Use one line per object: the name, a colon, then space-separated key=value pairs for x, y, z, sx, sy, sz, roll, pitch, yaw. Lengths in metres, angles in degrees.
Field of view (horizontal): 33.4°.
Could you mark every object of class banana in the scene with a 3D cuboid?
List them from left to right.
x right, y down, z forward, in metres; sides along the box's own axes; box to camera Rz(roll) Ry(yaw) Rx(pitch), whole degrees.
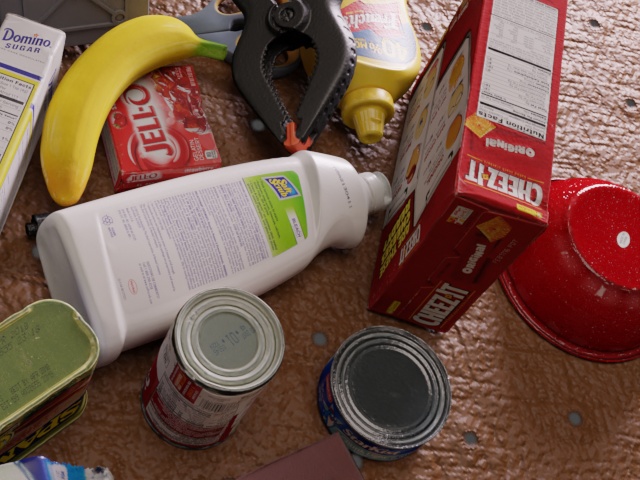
banana: x=-0.137 y=-0.102 z=0.717 sx=0.069 sy=0.037 sz=0.197 roll=30 pitch=50 yaw=8

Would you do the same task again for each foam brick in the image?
foam brick: x=-0.016 y=0.160 z=0.648 sx=0.078 sy=0.053 sz=0.051 roll=-19 pitch=70 yaw=-28

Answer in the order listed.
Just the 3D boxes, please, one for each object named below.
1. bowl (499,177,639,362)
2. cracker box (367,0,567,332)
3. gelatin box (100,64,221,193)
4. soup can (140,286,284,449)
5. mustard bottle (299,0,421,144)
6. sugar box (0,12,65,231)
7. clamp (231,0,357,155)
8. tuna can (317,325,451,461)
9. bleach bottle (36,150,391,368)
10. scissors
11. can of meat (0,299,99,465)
bowl: x=0.216 y=0.009 z=0.818 sx=0.162 sy=0.055 sz=0.162 roll=9 pitch=60 yaw=-16
cracker box: x=0.106 y=-0.066 z=0.753 sx=0.072 sy=0.164 sz=0.213 roll=18 pitch=57 yaw=-8
gelatin box: x=-0.118 y=-0.081 z=0.759 sx=0.073 sy=0.030 sz=0.089 roll=-7 pitch=64 yaw=-23
soup can: x=-0.067 y=0.079 z=0.645 sx=0.068 sy=0.102 sz=0.068 roll=9 pitch=60 yaw=-16
mustard bottle: x=0.030 y=-0.160 z=0.842 sx=0.096 sy=0.058 sz=0.191 roll=8 pitch=60 yaw=-22
sugar box: x=-0.211 y=-0.047 z=0.668 sx=0.048 sy=0.093 sz=0.176 roll=17 pitch=57 yaw=-11
clamp: x=-0.011 y=-0.166 z=0.790 sx=0.165 sy=0.036 sz=0.210 roll=-13 pitch=71 yaw=12
tuna can: x=0.042 y=0.103 z=0.713 sx=0.086 sy=0.034 sz=0.086 roll=9 pitch=59 yaw=-16
bleach bottle: x=-0.055 y=0.001 z=0.717 sx=0.250 sy=0.068 sz=0.102 roll=-16 pitch=84 yaw=-32
scissors: x=-0.097 y=-0.147 z=0.813 sx=0.201 sy=0.016 sz=0.096 roll=-26 pitch=74 yaw=-30
can of meat: x=-0.178 y=0.087 z=0.610 sx=0.101 sy=0.084 sz=0.057 roll=-36 pitch=79 yaw=-33
